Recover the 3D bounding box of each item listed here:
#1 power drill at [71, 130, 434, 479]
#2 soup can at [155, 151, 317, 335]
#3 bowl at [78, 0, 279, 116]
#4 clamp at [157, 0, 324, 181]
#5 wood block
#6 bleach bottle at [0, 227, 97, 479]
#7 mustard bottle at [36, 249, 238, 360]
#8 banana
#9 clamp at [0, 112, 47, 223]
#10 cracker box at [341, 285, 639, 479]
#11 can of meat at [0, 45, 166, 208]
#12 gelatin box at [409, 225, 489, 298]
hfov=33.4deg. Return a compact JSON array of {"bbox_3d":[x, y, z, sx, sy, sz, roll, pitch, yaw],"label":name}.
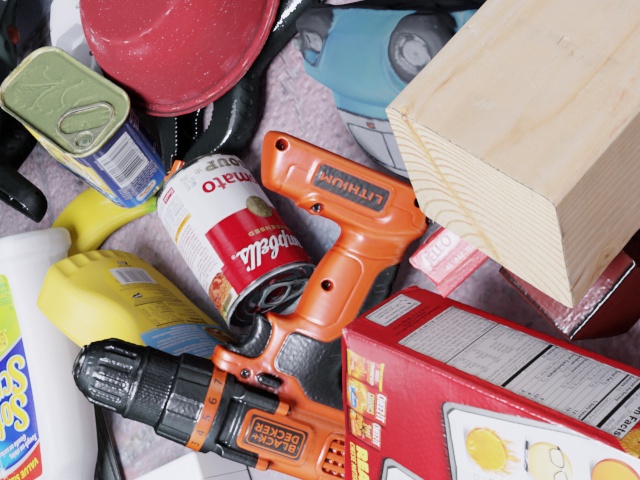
[{"bbox_3d":[-0.029,0.036,0.611,0.057,0.184,0.188,-142,73,-79],"label":"power drill"},{"bbox_3d":[-0.055,0.001,0.690,0.069,0.068,0.102,-48,61,25],"label":"soup can"},{"bbox_3d":[-0.106,-0.166,0.701,0.162,0.055,0.162,-6,78,32],"label":"bowl"},{"bbox_3d":[-0.059,-0.115,0.718,0.120,0.039,0.171,15,97,40],"label":"clamp"},{"bbox_3d":[0.136,-0.086,0.474,0.090,0.090,0.206,35,76,31],"label":"wood block"},{"bbox_3d":[-0.202,0.123,0.772,0.103,0.068,0.251,-15,89,31],"label":"bleach bottle"},{"bbox_3d":[-0.096,0.076,0.701,0.192,0.096,0.058,36,109,32],"label":"mustard bottle"},{"bbox_3d":[-0.185,0.017,0.807,0.198,0.037,0.070,-48,62,26],"label":"banana"},{"bbox_3d":[-0.251,-0.049,0.794,0.165,0.036,0.210,-18,35,20],"label":"clamp"},{"bbox_3d":[0.112,0.133,0.526,0.214,0.071,0.164,20,125,35],"label":"cracker box"},{"bbox_3d":[-0.160,-0.075,0.741,0.102,0.084,0.057,33,77,28],"label":"can of meat"},{"bbox_3d":[0.091,-0.015,0.566,0.030,0.089,0.073,46,117,3],"label":"gelatin box"}]
